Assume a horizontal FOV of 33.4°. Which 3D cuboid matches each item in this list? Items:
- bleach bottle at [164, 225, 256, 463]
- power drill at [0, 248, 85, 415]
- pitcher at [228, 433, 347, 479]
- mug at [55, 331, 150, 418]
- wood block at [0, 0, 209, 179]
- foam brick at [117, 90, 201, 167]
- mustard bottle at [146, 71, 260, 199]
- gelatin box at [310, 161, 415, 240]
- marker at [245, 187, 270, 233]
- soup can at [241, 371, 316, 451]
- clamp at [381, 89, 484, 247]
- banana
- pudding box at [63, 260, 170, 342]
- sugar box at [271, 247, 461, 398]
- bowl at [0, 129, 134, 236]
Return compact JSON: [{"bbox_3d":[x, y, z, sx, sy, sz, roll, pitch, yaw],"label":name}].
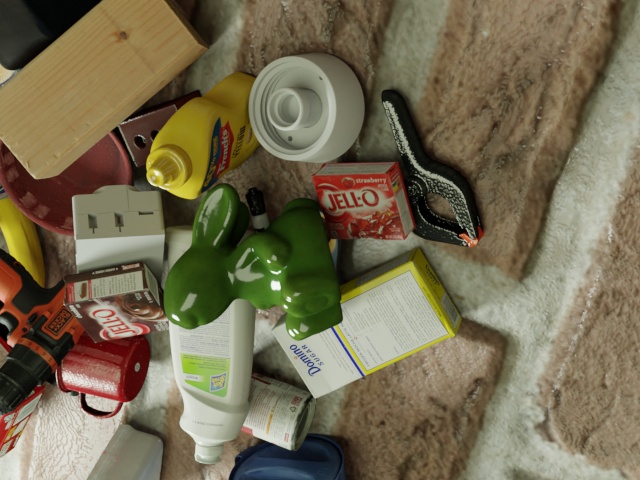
[{"bbox_3d":[-0.122,0.113,1.149,0.103,0.068,0.251,5,95,20],"label":"bleach bottle"},{"bbox_3d":[-0.360,0.079,1.182,0.187,0.184,0.057,35,149,2],"label":"power drill"},{"bbox_3d":[-0.020,0.352,1.234,0.145,0.149,0.243,-9,113,10],"label":"pitcher"},{"bbox_3d":[-0.253,0.154,1.251,0.081,0.093,0.117,12,100,12],"label":"mug"},{"bbox_3d":[-0.220,-0.161,1.051,0.206,0.090,0.091,-39,94,5],"label":"wood block"},{"bbox_3d":[-0.160,-0.116,1.114,0.078,0.051,0.053,-15,107,27],"label":"foam brick"},{"bbox_3d":[-0.113,-0.093,1.023,0.058,0.191,0.096,23,119,12],"label":"mustard bottle"},{"bbox_3d":[0.041,-0.038,1.041,0.089,0.030,0.073,1,121,34],"label":"gelatin box"},{"bbox_3d":[-0.057,0.001,1.125,0.020,0.020,0.121,-4,111,24],"label":"marker"},{"bbox_3d":[-0.063,0.188,1.202,0.102,0.068,0.068,18,118,14],"label":"soup can"},{"bbox_3d":[0.084,-0.052,1.051,0.171,0.039,0.120,51,130,2],"label":"clamp"},{"bbox_3d":[-0.361,0.001,1.263,0.070,0.037,0.198,-1,112,43],"label":"banana"},{"bbox_3d":[-0.213,0.067,1.136,0.090,0.039,0.113,-11,151,2],"label":"pudding box"},{"bbox_3d":[0.047,0.087,1.108,0.176,0.048,0.093,-26,102,25],"label":"sugar box"},{"bbox_3d":[-0.270,-0.087,1.165,0.162,0.055,0.162,7,119,12],"label":"bowl"}]
